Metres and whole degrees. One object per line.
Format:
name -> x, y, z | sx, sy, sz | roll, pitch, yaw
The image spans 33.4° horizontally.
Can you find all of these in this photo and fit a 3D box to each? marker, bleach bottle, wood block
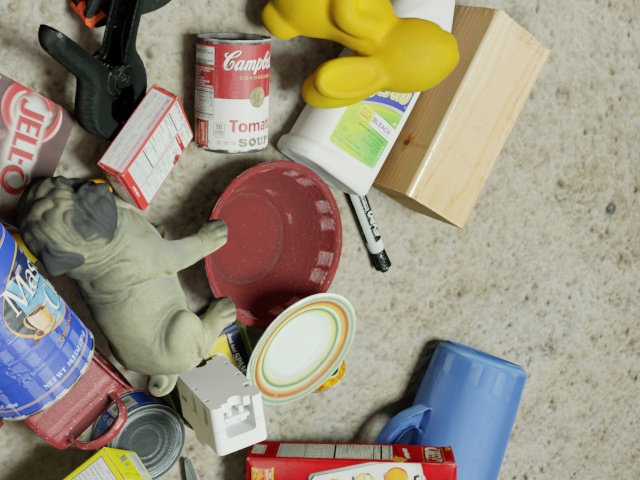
marker -> 0.050, -0.016, 1.125 | 0.020, 0.020, 0.121 | -34, 121, -22
bleach bottle -> 0.060, -0.175, 1.058 | 0.102, 0.068, 0.251 | 33, 83, -36
wood block -> 0.138, -0.130, 1.106 | 0.090, 0.091, 0.206 | 28, 88, -36

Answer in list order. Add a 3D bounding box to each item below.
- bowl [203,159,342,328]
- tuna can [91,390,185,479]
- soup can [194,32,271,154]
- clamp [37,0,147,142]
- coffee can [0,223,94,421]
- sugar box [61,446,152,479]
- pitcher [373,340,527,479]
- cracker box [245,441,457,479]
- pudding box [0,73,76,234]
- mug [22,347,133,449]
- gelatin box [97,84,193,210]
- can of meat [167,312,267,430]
bowl -> -0.057, 0.001, 1.028 | 0.161, 0.055, 0.162 | -7, 101, -38
tuna can -> -0.174, 0.190, 1.027 | 0.085, 0.034, 0.086 | -11, 110, -32
soup can -> -0.080, -0.134, 0.970 | 0.068, 0.069, 0.102 | -8, 109, -32
clamp -> -0.181, -0.138, 0.871 | 0.120, 0.039, 0.171 | -41, 149, -39
coffee can -> -0.258, 0.058, 0.837 | 0.102, 0.103, 0.140 | -42, 126, -17
sugar box -> -0.237, 0.255, 0.948 | 0.176, 0.048, 0.093 | -36, 163, -2
pitcher -> 0.137, 0.239, 1.201 | 0.149, 0.145, 0.243 | 23, 87, -77
cracker box -> 0.031, 0.295, 1.103 | 0.213, 0.072, 0.164 | 1, 97, 3
pudding box -> -0.261, -0.073, 0.869 | 0.089, 0.039, 0.113 | 28, 75, -36
mug -> -0.217, 0.135, 0.935 | 0.081, 0.117, 0.093 | -45, 155, -9
gelatin box -> -0.151, -0.081, 0.932 | 0.089, 0.030, 0.073 | -59, 164, -16
can of meat -> -0.109, 0.123, 1.038 | 0.083, 0.058, 0.102 | -28, 118, -22
